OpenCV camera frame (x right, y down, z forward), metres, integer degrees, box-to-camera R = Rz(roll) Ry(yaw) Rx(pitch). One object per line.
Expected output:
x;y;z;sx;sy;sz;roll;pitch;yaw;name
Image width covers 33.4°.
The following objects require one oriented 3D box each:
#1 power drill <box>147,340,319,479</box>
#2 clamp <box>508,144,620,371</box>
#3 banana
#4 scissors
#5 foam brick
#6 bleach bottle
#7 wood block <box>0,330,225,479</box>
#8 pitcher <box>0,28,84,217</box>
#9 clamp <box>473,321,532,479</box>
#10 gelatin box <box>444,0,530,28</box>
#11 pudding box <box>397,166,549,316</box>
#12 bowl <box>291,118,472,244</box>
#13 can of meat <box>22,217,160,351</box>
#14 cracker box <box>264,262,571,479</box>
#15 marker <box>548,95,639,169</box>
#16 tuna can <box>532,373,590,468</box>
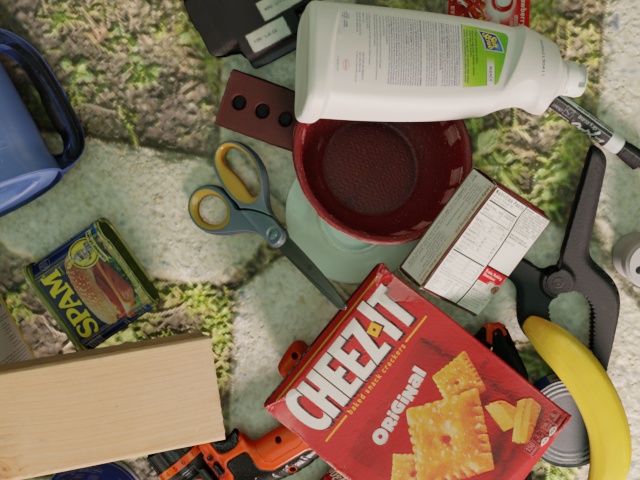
-0.071;0.178;1.006;0.188;0.057;0.184;-38;93;9;power drill
0.205;0.034;0.983;0.165;0.036;0.210;-16;98;10;clamp
0.239;0.156;0.964;0.069;0.037;0.198;-15;98;4;banana
-0.056;0.001;0.954;0.096;0.016;0.202;-37;66;21;scissors
-0.050;-0.117;0.961;0.078;0.051;0.053;19;98;-1;foam brick
0.107;-0.141;0.911;0.250;0.068;0.102;4;79;-12;bleach bottle
-0.194;0.140;0.913;0.206;0.090;0.091;-9;91;-14;wood block
-0.324;-0.136;0.929;0.145;0.149;0.243;-26;87;11;pitcher
0.159;0.164;0.988;0.120;0.039;0.171;18;101;22;clamp
0.149;-0.231;0.948;0.073;0.030;0.089;1;99;2;gelatin box
0.134;0.003;0.925;0.089;0.039;0.113;27;101;-42;pudding box
0.050;-0.071;0.948;0.162;0.055;0.162;2;80;-10;bowl
-0.209;0.041;0.989;0.084;0.057;0.102;-34;97;4;can of meat
0.083;0.147;0.928;0.214;0.072;0.164;39;88;3;cracker box
0.247;-0.103;0.969;0.121;0.020;0.020;35;98;-4;marker
0.231;0.168;1.004;0.086;0.033;0.086;0;99;2;tuna can
